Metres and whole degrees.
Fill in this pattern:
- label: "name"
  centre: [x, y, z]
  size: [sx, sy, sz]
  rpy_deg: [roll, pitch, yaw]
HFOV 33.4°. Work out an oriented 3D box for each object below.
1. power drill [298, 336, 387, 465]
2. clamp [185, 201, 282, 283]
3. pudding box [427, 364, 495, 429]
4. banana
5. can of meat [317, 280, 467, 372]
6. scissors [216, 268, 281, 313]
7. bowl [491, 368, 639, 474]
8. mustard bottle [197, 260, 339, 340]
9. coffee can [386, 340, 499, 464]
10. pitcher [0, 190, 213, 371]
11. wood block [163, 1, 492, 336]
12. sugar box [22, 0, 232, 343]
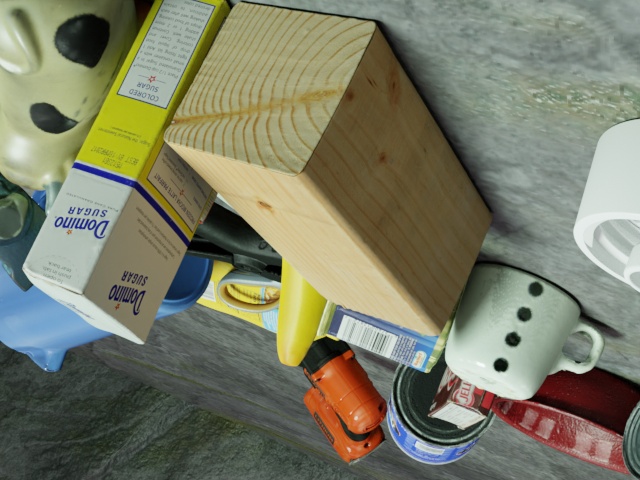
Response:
- label: "power drill"
  centre: [0.007, 0.146, 1.125]
  size: [0.184, 0.057, 0.187]
  rpy_deg: [53, 170, 28]
- label: "clamp"
  centre: [-0.055, 0.001, 0.809]
  size: [0.210, 0.036, 0.164]
  rpy_deg: [17, 166, 0]
- label: "pudding box"
  centre: [0.127, 0.104, 0.878]
  size: [0.039, 0.090, 0.113]
  rpy_deg: [23, 165, 6]
- label: "banana"
  centre: [-0.019, -0.002, 0.735]
  size: [0.037, 0.069, 0.198]
  rpy_deg: [28, 141, 39]
- label: "can of meat"
  centre: [0.054, 0.036, 0.751]
  size: [0.084, 0.102, 0.057]
  rpy_deg: [22, 134, 5]
- label: "scissors"
  centre: [-0.009, 0.022, 0.942]
  size: [0.202, 0.016, 0.096]
  rpy_deg: [-8, 113, 27]
- label: "bowl"
  centre: [0.230, 0.148, 0.924]
  size: [0.162, 0.055, 0.162]
  rpy_deg: [24, 165, 7]
- label: "mustard bottle"
  centre: [-0.044, 0.050, 1.022]
  size: [0.192, 0.058, 0.096]
  rpy_deg: [21, 143, 16]
- label: "coffee can"
  centre: [0.119, 0.163, 1.061]
  size: [0.103, 0.102, 0.140]
  rpy_deg: [23, 164, 9]
- label: "pitcher"
  centre: [-0.212, 0.021, 1.006]
  size: [0.243, 0.144, 0.149]
  rpy_deg: [-16, 120, 46]
- label: "wood block"
  centre: [0.015, -0.032, 0.608]
  size: [0.091, 0.090, 0.206]
  rpy_deg: [17, 163, 32]
- label: "sugar box"
  centre: [-0.092, -0.040, 0.586]
  size: [0.048, 0.176, 0.093]
  rpy_deg: [20, 164, 19]
